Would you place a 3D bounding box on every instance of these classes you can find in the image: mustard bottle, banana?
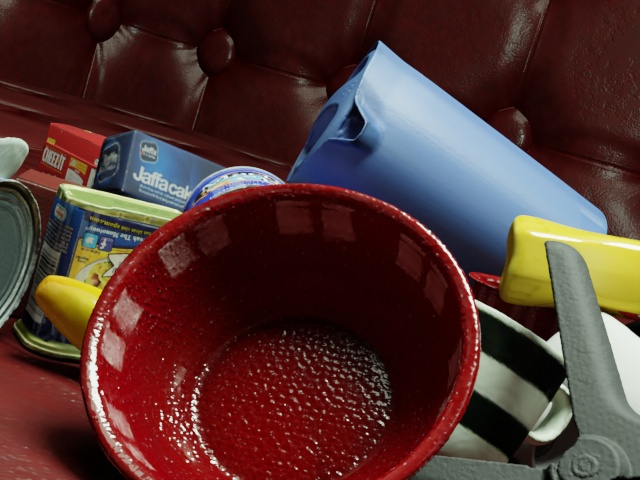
[{"bbox_3d":[0.214,0.028,0.684,0.192,0.058,0.096,10,-5,8],"label":"mustard bottle"},{"bbox_3d":[-0.044,0.056,0.528,0.198,0.070,0.037,5,20,9],"label":"banana"}]

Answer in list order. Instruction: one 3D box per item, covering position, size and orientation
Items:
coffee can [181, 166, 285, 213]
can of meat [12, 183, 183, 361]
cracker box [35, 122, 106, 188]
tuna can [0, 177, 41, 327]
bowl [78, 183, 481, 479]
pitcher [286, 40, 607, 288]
[{"bbox_3d":[-0.055,0.001,0.813,0.102,0.103,0.140,16,7,-10],"label":"coffee can"},{"bbox_3d":[-0.106,0.022,0.585,0.101,0.084,0.058,13,7,-30],"label":"can of meat"},{"bbox_3d":[-0.172,-0.058,1.152,0.213,0.072,0.164,12,9,-44],"label":"cracker box"},{"bbox_3d":[-0.176,0.007,0.522,0.034,0.086,0.086,17,6,16],"label":"tuna can"},{"bbox_3d":[-0.015,0.054,0.447,0.162,0.162,0.055,19,-32,21],"label":"bowl"},{"bbox_3d":[0.104,-0.043,0.869,0.242,0.149,0.145,33,-40,-7],"label":"pitcher"}]
